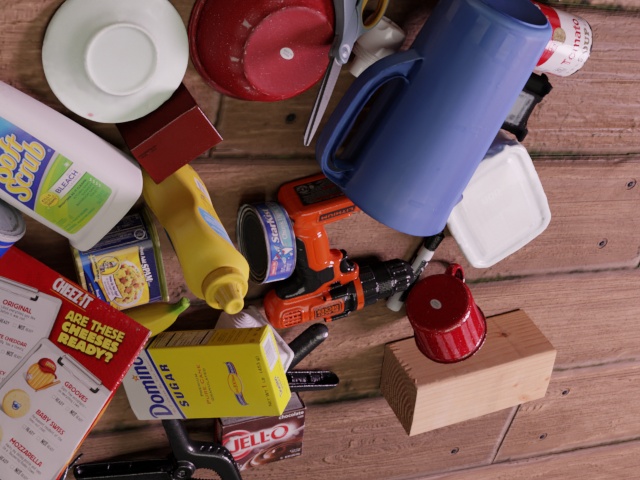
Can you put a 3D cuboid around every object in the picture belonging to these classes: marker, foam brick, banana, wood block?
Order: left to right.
[{"bbox_3d":[-0.236,0.092,1.125,0.197,0.037,0.070,-13,148,-14],"label":"banana"},{"bbox_3d":[-0.143,-0.103,1.007,0.078,0.051,0.053,-34,135,0],"label":"foam brick"},{"bbox_3d":[0.115,0.034,1.290,0.020,0.020,0.121,10,121,-35],"label":"marker"},{"bbox_3d":[0.192,0.171,1.399,0.205,0.091,0.090,-12,132,-20],"label":"wood block"}]

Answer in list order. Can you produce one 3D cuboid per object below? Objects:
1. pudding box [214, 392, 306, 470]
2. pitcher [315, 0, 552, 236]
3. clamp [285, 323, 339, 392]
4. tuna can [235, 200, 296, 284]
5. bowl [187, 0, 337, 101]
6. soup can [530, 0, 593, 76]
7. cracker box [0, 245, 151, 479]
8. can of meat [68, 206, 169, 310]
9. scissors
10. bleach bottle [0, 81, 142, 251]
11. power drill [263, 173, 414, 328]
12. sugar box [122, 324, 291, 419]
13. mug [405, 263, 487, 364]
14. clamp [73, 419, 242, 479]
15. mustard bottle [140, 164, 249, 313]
[{"bbox_3d":[-0.077,0.242,1.346,0.113,0.039,0.090,-12,132,-20],"label":"pudding box"},{"bbox_3d":[0.112,-0.134,1.046,0.243,0.145,0.149,-60,169,30],"label":"pitcher"},{"bbox_3d":[-0.057,0.159,1.287,0.171,0.039,0.120,-17,132,-16],"label":"clamp"},{"bbox_3d":[-0.057,0.001,1.119,0.033,0.086,0.086,-10,131,-24],"label":"tuna can"},{"bbox_3d":[-0.039,-0.187,0.991,0.162,0.055,0.162,-15,133,-17],"label":"bowl"},{"bbox_3d":[0.224,-0.212,1.107,0.102,0.068,0.069,8,123,-34],"label":"soup can"},{"bbox_3d":[-0.285,0.137,0.998,0.164,0.072,0.213,32,69,-5],"label":"cracker box"},{"bbox_3d":[-0.204,0.025,1.078,0.083,0.057,0.102,-15,132,-14],"label":"can of meat"},{"bbox_3d":[0.013,-0.189,0.962,0.201,0.016,0.096,-60,140,-29],"label":"scissors"},{"bbox_3d":[-0.282,-0.085,0.936,0.103,0.068,0.250,-42,131,21],"label":"bleach bottle"},{"bbox_3d":[0.023,0.010,1.191,0.184,0.057,0.188,-16,133,-16],"label":"power drill"},{"bbox_3d":[-0.128,0.144,1.150,0.176,0.048,0.093,-7,113,18],"label":"sugar box"},{"bbox_3d":[0.154,0.082,1.302,0.117,0.093,0.081,-69,154,-23],"label":"mug"},{"bbox_3d":[-0.168,0.261,1.288,0.209,0.036,0.165,26,115,-27],"label":"clamp"},{"bbox_3d":[-0.113,0.002,1.012,0.058,0.192,0.096,-33,136,-1],"label":"mustard bottle"}]
